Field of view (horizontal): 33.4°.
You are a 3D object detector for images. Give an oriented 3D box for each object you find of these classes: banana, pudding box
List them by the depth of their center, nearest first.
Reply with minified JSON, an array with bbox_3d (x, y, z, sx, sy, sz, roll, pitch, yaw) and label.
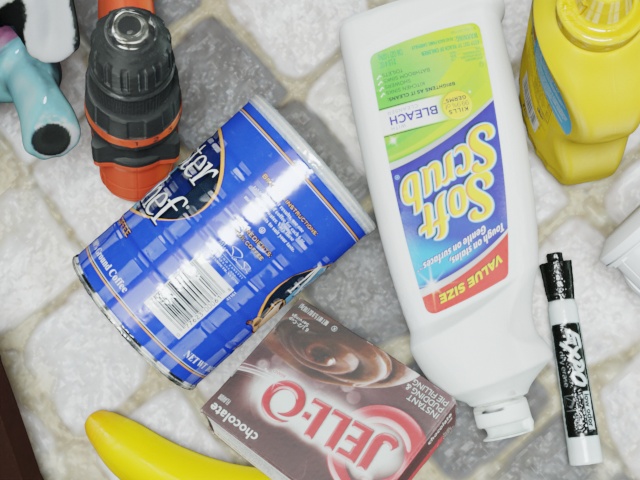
[{"bbox_3d":[0.005,0.098,0.592,0.114,0.039,0.090,31,63,24],"label":"pudding box"},{"bbox_3d":[-0.045,0.135,0.620,0.198,0.037,0.069,0,55,6],"label":"banana"}]

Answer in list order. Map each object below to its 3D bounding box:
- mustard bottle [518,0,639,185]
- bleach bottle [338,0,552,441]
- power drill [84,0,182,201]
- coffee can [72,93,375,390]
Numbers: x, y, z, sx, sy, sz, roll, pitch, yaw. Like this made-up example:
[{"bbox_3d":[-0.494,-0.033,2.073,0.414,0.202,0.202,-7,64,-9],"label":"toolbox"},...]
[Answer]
[{"bbox_3d":[0.136,-0.094,0.548,0.058,0.191,0.096,-10,79,7],"label":"mustard bottle"},{"bbox_3d":[0.084,-0.014,0.610,0.102,0.068,0.251,-14,81,6],"label":"bleach bottle"},{"bbox_3d":[-0.112,-0.134,0.608,0.057,0.185,0.187,-2,71,-11],"label":"power drill"},{"bbox_3d":[-0.054,0.001,0.607,0.140,0.102,0.103,-42,77,0],"label":"coffee can"}]
